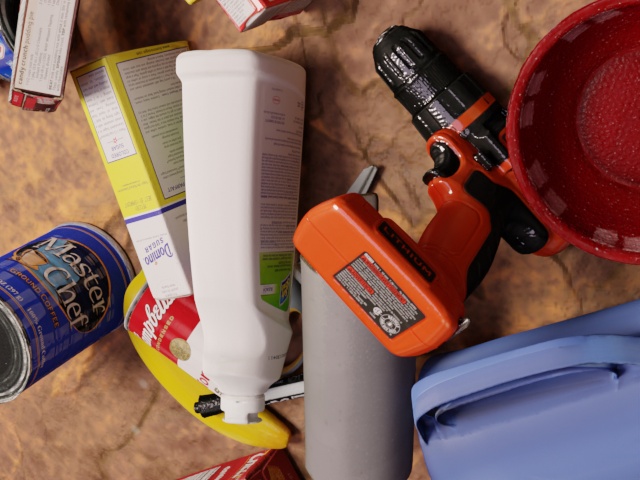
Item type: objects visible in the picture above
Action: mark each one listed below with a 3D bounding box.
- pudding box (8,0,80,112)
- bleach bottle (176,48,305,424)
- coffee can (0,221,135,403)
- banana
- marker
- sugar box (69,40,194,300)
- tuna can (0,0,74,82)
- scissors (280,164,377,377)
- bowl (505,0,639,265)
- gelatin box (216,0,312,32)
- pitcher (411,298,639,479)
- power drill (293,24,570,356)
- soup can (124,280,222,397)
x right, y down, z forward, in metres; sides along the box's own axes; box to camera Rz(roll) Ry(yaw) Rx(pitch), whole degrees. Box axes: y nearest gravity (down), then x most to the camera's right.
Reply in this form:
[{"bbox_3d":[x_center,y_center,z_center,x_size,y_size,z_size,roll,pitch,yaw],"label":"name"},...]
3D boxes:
[{"bbox_3d":[-0.188,-0.149,0.736,0.039,0.090,0.113,7,89,-18],"label":"pudding box"},{"bbox_3d":[-0.055,0.001,0.736,0.068,0.102,0.251,2,91,26],"label":"bleach bottle"},{"bbox_3d":[-0.230,0.055,0.864,0.103,0.140,0.103,10,114,23],"label":"coffee can"},{"bbox_3d":[-0.105,0.102,0.880,0.070,0.037,0.198,-36,91,33],"label":"banana"},{"bbox_3d":[-0.043,0.121,0.843,0.121,0.020,0.020,-13,104,11],"label":"marker"},{"bbox_3d":[-0.110,-0.053,0.781,0.048,0.093,0.176,-11,100,37],"label":"sugar box"},{"bbox_3d":[-0.226,-0.165,0.808,0.034,0.086,0.086,-11,104,28],"label":"tuna can"},{"bbox_3d":[-0.025,0.014,0.817,0.096,0.016,0.202,25,119,17],"label":"scissors"},{"bbox_3d":[0.196,-0.069,0.639,0.162,0.055,0.162,6,106,19],"label":"bowl"},{"bbox_3d":[-0.046,-0.180,0.706,0.030,0.089,0.073,-38,90,33],"label":"gelatin box"},{"bbox_3d":[0.185,0.099,0.670,0.243,0.149,0.145,-24,98,29],"label":"pitcher"},{"bbox_3d":[0.066,-0.033,0.651,0.184,0.187,0.057,47,139,0],"label":"power drill"},{"bbox_3d":[-0.090,0.070,0.821,0.102,0.068,0.069,35,121,10],"label":"soup can"}]
